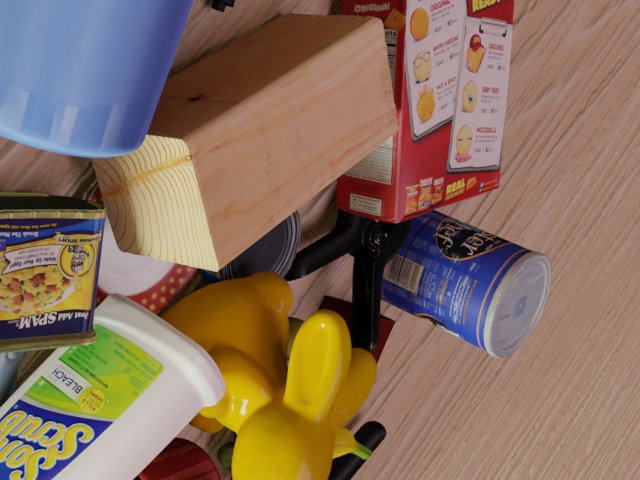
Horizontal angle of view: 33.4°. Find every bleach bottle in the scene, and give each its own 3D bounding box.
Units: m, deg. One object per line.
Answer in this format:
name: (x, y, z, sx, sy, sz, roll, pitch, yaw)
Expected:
bleach bottle: (-0.177, 0.151, 0.660, 0.250, 0.103, 0.068, -48, 149, -22)

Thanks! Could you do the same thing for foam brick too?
foam brick: (0.022, 0.096, 0.971, 0.052, 0.051, 0.078, 19, 95, -55)

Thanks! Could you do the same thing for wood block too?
wood block: (-0.044, -0.074, 0.708, 0.205, 0.091, 0.090, -39, 128, -42)

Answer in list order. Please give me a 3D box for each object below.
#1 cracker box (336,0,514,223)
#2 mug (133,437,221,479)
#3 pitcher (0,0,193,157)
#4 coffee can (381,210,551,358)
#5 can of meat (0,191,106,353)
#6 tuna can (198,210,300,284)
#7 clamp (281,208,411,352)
cracker box: (0.086, -0.136, 0.869, 0.163, 0.072, 0.214, -19, 115, -48)
mug: (-0.117, 0.194, 0.795, 0.081, 0.117, 0.093, -8, 88, -57)
pitcher: (-0.112, -0.174, 0.564, 0.148, 0.145, 0.243, 4, 111, -42)
coffee can: (0.128, 0.035, 0.995, 0.102, 0.140, 0.103, -31, 134, -39)
can of meat: (-0.179, 0.017, 0.630, 0.101, 0.058, 0.084, -2, 105, -44)
tuna can: (-0.055, 0.001, 0.821, 0.086, 0.034, 0.086, -31, 134, -40)
clamp: (0.029, -0.002, 0.911, 0.120, 0.039, 0.171, 42, 57, -43)
